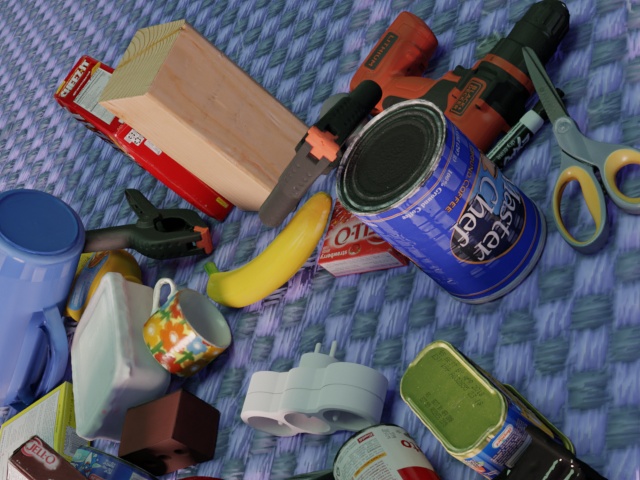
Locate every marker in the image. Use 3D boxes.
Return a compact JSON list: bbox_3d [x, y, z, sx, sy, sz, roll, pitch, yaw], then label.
[{"bbox_3d":[0.162,-0.082,0.904,0.121,0.020,0.020,-47,36,7],"label":"marker"}]

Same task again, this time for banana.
[{"bbox_3d":[-0.056,0.020,1.023,0.198,0.037,0.069,-29,65,41],"label":"banana"}]

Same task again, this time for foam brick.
[{"bbox_3d":[-0.140,0.179,0.987,0.078,0.053,0.051,-25,44,34],"label":"foam brick"}]

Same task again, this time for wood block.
[{"bbox_3d":[-0.104,-0.119,1.069,0.091,0.205,0.090,3,62,50],"label":"wood block"}]

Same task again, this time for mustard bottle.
[{"bbox_3d":[-0.254,0.050,1.217,0.192,0.058,0.096,10,69,51],"label":"mustard bottle"}]

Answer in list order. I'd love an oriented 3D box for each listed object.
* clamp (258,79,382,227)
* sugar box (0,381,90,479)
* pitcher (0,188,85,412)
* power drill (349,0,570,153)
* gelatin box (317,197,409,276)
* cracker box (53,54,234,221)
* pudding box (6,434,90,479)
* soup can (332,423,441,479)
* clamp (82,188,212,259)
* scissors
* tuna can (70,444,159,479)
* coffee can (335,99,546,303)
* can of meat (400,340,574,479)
[{"bbox_3d":[0.007,-0.084,0.897,0.164,0.036,0.210,-52,2,-5],"label":"clamp"},{"bbox_3d":[-0.317,0.233,1.144,0.176,0.048,0.093,-35,39,28],"label":"sugar box"},{"bbox_3d":[-0.331,0.069,1.160,0.145,0.149,0.243,-87,21,-48],"label":"pitcher"},{"bbox_3d":[0.121,-0.156,0.979,0.184,0.057,0.188,-53,36,-1],"label":"power drill"},{"bbox_3d":[0.045,-0.010,0.962,0.089,0.030,0.073,-11,52,43],"label":"gelatin box"},{"bbox_3d":[-0.192,-0.117,1.202,0.072,0.164,0.214,-53,36,-5],"label":"cracker box"},{"bbox_3d":[-0.226,0.234,0.938,0.039,0.113,0.090,-42,-15,-37],"label":"pudding box"},{"bbox_3d":[0.057,0.186,0.752,0.068,0.068,0.102,-47,35,8],"label":"soup can"},{"bbox_3d":[-0.187,-0.018,1.190,0.172,0.039,0.120,7,42,23],"label":"clamp"},{"bbox_3d":[0.211,-0.086,0.830,0.096,0.016,0.202,-17,58,30],"label":"scissors"},{"bbox_3d":[-0.190,0.220,0.979,0.086,0.086,0.033,0,58,48],"label":"tuna can"},{"bbox_3d":[0.095,-0.028,0.828,0.103,0.140,0.103,-29,42,29],"label":"coffee can"},{"bbox_3d":[0.111,0.123,0.731,0.057,0.083,0.102,-50,36,3],"label":"can of meat"}]
